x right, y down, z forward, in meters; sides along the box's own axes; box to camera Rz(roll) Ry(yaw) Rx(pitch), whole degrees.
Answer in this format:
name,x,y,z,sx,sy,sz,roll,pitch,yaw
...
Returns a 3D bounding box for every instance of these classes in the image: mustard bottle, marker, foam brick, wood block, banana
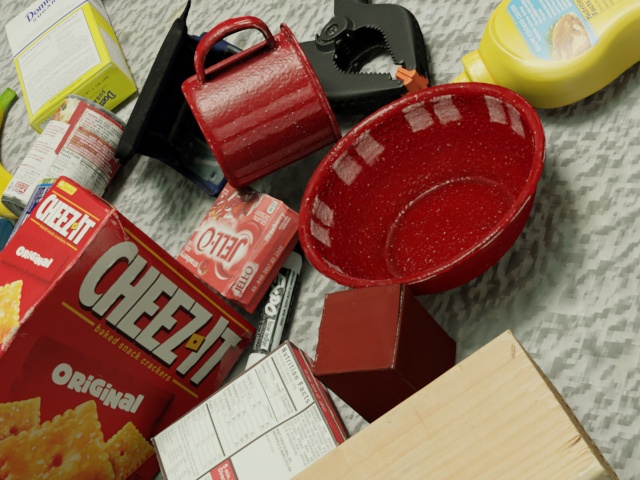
name,x,y,z,sx,sy,sz,roll,pitch,yaw
mustard bottle,0.164,-0.136,0.674,0.192,0.058,0.096,-29,48,14
marker,-0.027,0.038,0.709,0.020,0.020,0.121,-5,57,32
foam brick,0.038,0.067,0.604,0.051,0.078,0.053,-7,56,29
wood block,0.044,0.150,0.532,0.206,0.090,0.091,-35,47,8
banana,-0.293,-0.072,0.958,0.070,0.037,0.198,-38,46,9

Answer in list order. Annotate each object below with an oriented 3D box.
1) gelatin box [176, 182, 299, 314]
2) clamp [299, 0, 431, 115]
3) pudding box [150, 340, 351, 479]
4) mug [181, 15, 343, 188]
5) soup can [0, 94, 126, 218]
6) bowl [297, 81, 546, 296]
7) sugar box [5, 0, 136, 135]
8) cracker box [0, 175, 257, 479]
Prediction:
name,x,y,z,sx,sy,sz,roll,pitch,yaw
gelatin box,-0.055,0.001,0.729,0.073,0.030,0.089,-57,31,-2
clamp,0.020,-0.155,0.802,0.164,0.036,0.210,-52,42,-7
pudding box,-0.040,0.128,0.642,0.113,0.039,0.090,-35,45,6
mug,-0.045,-0.095,0.711,0.081,0.117,0.093,-26,43,-2
soup can,-0.203,-0.057,0.864,0.069,0.068,0.102,15,69,40
bowl,0.069,-0.021,0.653,0.162,0.055,0.162,-20,43,20
sugar box,-0.232,-0.169,0.981,0.093,0.048,0.176,-35,42,8
cracker box,-0.157,0.095,0.657,0.072,0.164,0.213,28,78,42
